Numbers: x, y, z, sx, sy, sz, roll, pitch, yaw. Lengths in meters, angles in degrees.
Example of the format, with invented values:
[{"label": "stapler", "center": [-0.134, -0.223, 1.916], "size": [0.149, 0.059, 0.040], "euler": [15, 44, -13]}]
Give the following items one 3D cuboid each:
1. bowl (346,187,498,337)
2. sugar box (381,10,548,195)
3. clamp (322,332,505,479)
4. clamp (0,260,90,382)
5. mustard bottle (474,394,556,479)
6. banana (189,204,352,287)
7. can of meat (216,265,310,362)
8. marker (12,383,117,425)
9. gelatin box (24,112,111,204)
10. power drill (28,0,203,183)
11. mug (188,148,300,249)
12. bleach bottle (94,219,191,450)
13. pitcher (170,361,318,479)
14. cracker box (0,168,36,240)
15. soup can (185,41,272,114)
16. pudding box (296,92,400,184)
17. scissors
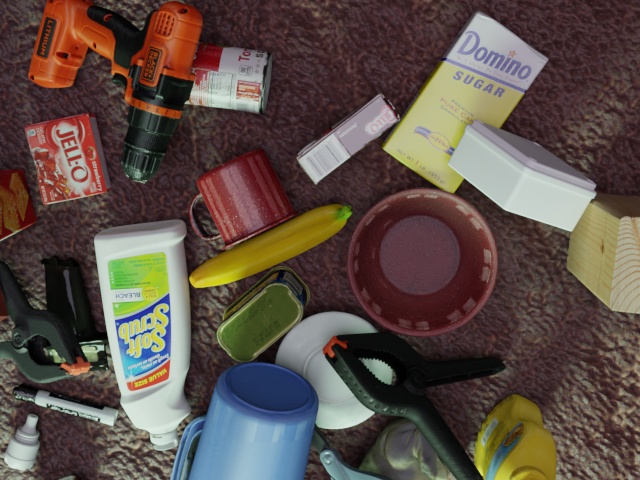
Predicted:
[{"label": "bowl", "center": [0.109, 0.020, 1.156], "size": [0.162, 0.055, 0.162], "euler": [0, 99, 2]}, {"label": "sugar box", "center": [0.152, -0.146, 1.133], "size": [0.093, 0.048, 0.176], "euler": [33, 100, -5]}, {"label": "clamp", "center": [0.103, 0.149, 1.134], "size": [0.210, 0.164, 0.036], "euler": [32, 138, -3]}, {"label": "clamp", "center": [-0.327, 0.112, 1.170], "size": [0.172, 0.039, 0.120], "euler": [36, 113, 27]}, {"label": "mustard bottle", "center": [0.206, 0.232, 1.115], "size": [0.058, 0.191, 0.096], "euler": [29, 99, -2]}, {"label": "banana", "center": [-0.048, 0.002, 1.155], "size": [0.198, 0.069, 0.037], "euler": [-26, 75, 15]}, {"label": "can of meat", "center": [-0.062, 0.081, 1.158], "size": [0.102, 0.084, 0.057], "euler": [-40, 95, 7]}, {"label": "marker", "center": [-0.292, 0.186, 1.216], "size": [0.121, 0.020, 0.020], "euler": [15, 99, 0]}, {"label": "gelatin box", "center": [-0.275, -0.090, 1.168], "size": [0.073, 0.030, 0.089], "euler": [-11, 98, 4]}, {"label": "power drill", "center": [-0.214, -0.170, 1.100], "size": [0.188, 0.057, 0.184], "euler": [23, 100, 28]}, {"label": "mug", "center": [-0.090, -0.042, 1.143], "size": [0.117, 0.093, 0.081], "euler": [-25, 92, 24]}, {"label": "bleach bottle", "center": [-0.182, 0.108, 1.179], "size": [0.102, 0.068, 0.251], "euler": [-7, 101, 4]}, {"label": "pitcher", "center": [-0.086, 0.250, 1.138], "size": [0.149, 0.145, 0.243], "euler": [13, 114, -3]}, {"label": "cracker box", "center": [-0.405, -0.018, 1.092], "size": [0.164, 0.213, 0.072], "euler": [-12, 98, 4]}, {"label": "soup can", "center": [-0.106, -0.173, 1.129], "size": [0.102, 0.068, 0.068], "euler": [8, 99, 1]}, {"label": "pudding box", "center": [0.030, -0.109, 1.122], "size": [0.113, 0.090, 0.039], "euler": [-35, 94, 7]}, {"label": "scissors", "center": [0.029, 0.231, 1.130], "size": [0.096, 0.016, 0.202], "euler": [-24, 81, 23]}]
